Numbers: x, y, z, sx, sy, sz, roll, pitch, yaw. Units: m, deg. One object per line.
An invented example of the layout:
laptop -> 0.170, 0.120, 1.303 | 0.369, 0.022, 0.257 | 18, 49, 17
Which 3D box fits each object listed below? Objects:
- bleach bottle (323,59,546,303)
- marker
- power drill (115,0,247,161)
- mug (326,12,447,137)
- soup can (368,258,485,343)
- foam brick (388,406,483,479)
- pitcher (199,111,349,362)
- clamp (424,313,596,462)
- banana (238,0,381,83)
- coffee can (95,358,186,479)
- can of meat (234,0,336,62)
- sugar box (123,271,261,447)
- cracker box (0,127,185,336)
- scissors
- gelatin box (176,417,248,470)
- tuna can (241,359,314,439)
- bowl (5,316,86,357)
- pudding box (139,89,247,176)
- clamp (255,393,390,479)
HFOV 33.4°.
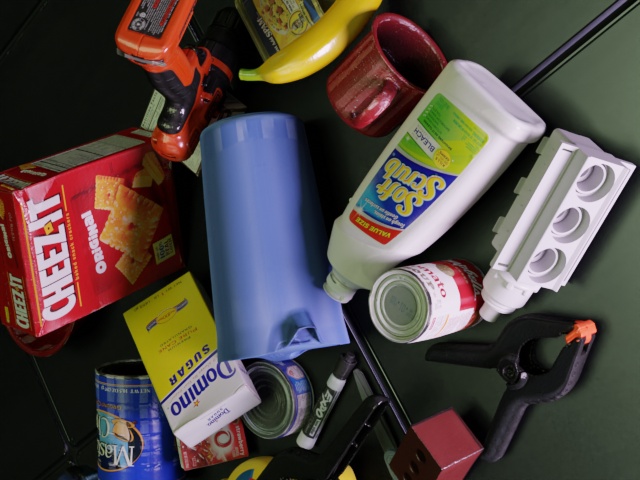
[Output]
bleach bottle -> 0.086, -0.035, 0.959 | 0.103, 0.067, 0.251 | 48, 119, 24
marker -> 0.007, 0.165, 1.105 | 0.020, 0.020, 0.121 | 39, 117, 29
power drill -> -0.129, -0.192, 1.054 | 0.057, 0.187, 0.184 | 16, 70, 15
mug -> 0.057, -0.142, 0.981 | 0.093, 0.117, 0.082 | 38, 131, -14
soup can -> 0.099, 0.054, 0.968 | 0.069, 0.102, 0.068 | 4, 97, 39
foam brick -> 0.106, 0.201, 0.991 | 0.053, 0.051, 0.078 | 53, 146, 28
pitcher -> -0.057, 0.001, 1.083 | 0.149, 0.144, 0.243 | -11, 83, 27
clamp -> 0.177, 0.126, 0.954 | 0.172, 0.039, 0.120 | -30, 83, 42
banana -> 0.011, -0.208, 0.992 | 0.197, 0.037, 0.070 | -45, 63, -10
coffee can -> -0.206, 0.214, 1.227 | 0.103, 0.102, 0.140 | 3, 96, 38
can of meat -> -0.026, -0.228, 1.071 | 0.084, 0.057, 0.102 | -36, 72, 33
sugar box -> -0.141, 0.125, 1.149 | 0.093, 0.048, 0.176 | -34, 49, 1
cracker box -> -0.249, -0.014, 1.149 | 0.072, 0.213, 0.164 | 14, 118, 37
scissors -> 0.090, 0.219, 1.046 | 0.096, 0.016, 0.202 | -15, 85, 37
gelatin box -> -0.124, 0.202, 1.178 | 0.030, 0.073, 0.089 | 158, 102, -76
tuna can -> -0.049, 0.168, 1.141 | 0.086, 0.033, 0.086 | 4, 97, 38
bowl -> -0.340, 0.064, 1.350 | 0.162, 0.055, 0.162 | 4, 97, 38
pudding box -> -0.143, -0.137, 1.186 | 0.114, 0.039, 0.090 | 41, 119, 31
clamp -> 0.004, 0.233, 1.032 | 0.210, 0.036, 0.164 | -10, 83, 41
